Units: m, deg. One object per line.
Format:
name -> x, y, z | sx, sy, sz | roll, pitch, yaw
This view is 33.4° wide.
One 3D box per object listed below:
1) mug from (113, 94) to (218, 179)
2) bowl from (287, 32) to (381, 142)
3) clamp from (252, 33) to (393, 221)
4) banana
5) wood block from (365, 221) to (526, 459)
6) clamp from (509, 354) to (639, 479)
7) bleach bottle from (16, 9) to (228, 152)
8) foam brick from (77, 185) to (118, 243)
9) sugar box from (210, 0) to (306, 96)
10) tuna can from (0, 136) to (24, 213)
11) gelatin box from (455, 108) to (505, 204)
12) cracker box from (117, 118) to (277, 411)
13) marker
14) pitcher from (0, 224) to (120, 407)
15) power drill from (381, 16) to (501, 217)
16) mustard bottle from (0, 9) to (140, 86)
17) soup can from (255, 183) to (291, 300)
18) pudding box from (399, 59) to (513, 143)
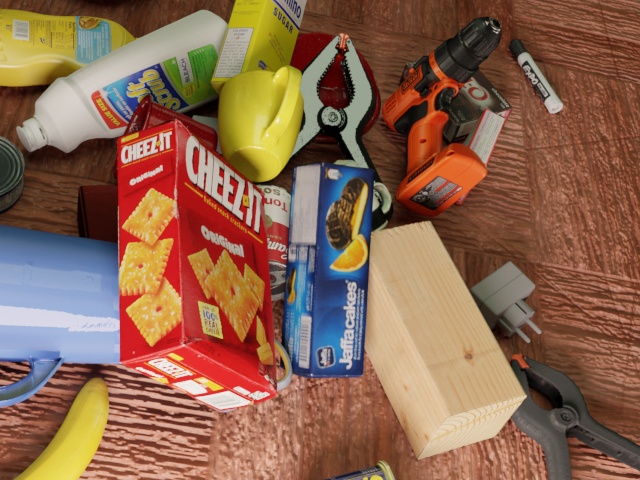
mug -> -0.162, -0.081, 1.100 | 0.081, 0.093, 0.117 | 22, 88, -21
bowl -> 0.000, -0.192, 1.249 | 0.162, 0.055, 0.162 | 8, 53, -11
clamp -> 0.019, -0.123, 1.175 | 0.164, 0.036, 0.210 | 17, 76, -8
banana -> -0.240, 0.192, 0.903 | 0.070, 0.037, 0.197 | 41, 54, 15
wood block -> 0.101, 0.093, 1.042 | 0.090, 0.090, 0.206 | -11, 58, -24
clamp -> 0.248, 0.182, 1.048 | 0.120, 0.039, 0.171 | -10, 57, -24
bleach bottle -> -0.206, -0.156, 1.147 | 0.250, 0.102, 0.068 | -32, 46, -26
foam brick -> -0.210, -0.009, 1.053 | 0.051, 0.053, 0.078 | -4, 56, -18
sugar box -> -0.064, -0.222, 1.177 | 0.048, 0.093, 0.176 | 6, 67, 23
tuna can -> -0.341, -0.066, 1.070 | 0.086, 0.034, 0.086 | 8, 52, -10
gelatin box -> 0.174, -0.095, 1.213 | 0.030, 0.073, 0.089 | 27, 51, 0
cracker box -> -0.105, 0.025, 0.941 | 0.072, 0.164, 0.213 | -16, 61, 21
marker -> 0.274, -0.213, 1.365 | 0.020, 0.020, 0.121 | -11, 58, -23
pitcher -> -0.272, 0.058, 0.945 | 0.242, 0.149, 0.145 | 6, 20, -15
power drill -> 0.137, -0.133, 1.164 | 0.057, 0.185, 0.187 | 23, 47, -24
mustard bottle -> -0.270, -0.209, 1.182 | 0.191, 0.058, 0.096 | 1, 48, -15
soup can -> -0.057, 0.001, 1.079 | 0.068, 0.069, 0.102 | 6, 52, -12
pudding box -> 0.163, -0.176, 1.293 | 0.089, 0.039, 0.113 | -19, 62, -28
